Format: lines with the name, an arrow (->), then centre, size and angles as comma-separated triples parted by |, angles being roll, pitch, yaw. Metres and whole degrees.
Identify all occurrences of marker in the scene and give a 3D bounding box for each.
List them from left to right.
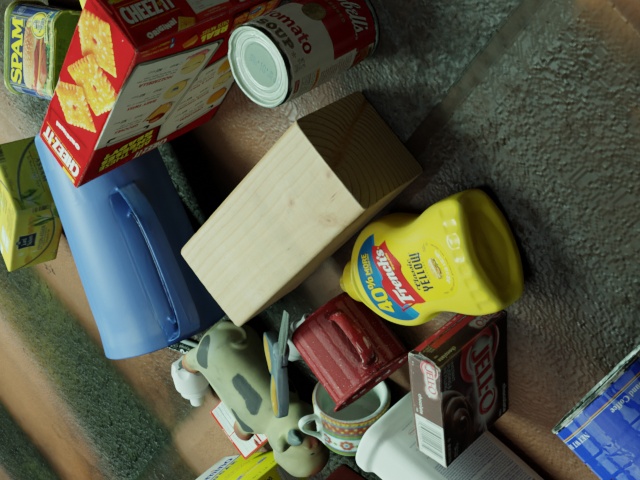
marker -> -0.153, 0.131, 1.285 | 0.121, 0.020, 0.020 | 13, 127, 44

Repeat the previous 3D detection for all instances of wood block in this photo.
wood block -> -0.022, -0.023, 0.916 | 0.090, 0.090, 0.206 | 52, 135, 6

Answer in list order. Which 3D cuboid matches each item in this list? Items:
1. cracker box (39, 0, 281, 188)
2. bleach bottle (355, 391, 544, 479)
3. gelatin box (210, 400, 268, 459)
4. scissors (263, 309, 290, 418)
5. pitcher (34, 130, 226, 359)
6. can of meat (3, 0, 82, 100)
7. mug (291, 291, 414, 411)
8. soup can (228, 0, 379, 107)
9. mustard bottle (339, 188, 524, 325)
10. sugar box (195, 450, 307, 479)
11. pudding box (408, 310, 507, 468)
cracker box -> -0.142, -0.153, 0.922 | 0.072, 0.163, 0.214 | 53, 145, 7
bleach bottle -> 0.155, 0.238, 0.936 | 0.251, 0.102, 0.068 | 39, 147, 23
gelatin box -> -0.087, 0.211, 1.263 | 0.073, 0.030, 0.089 | 52, 144, 8
scissors -> -0.041, 0.096, 1.029 | 0.202, 0.016, 0.096 | 93, 165, -48
pitcher -> -0.189, -0.012, 1.064 | 0.149, 0.144, 0.243 | -14, 103, 24
can of meat -> -0.287, -0.199, 1.131 | 0.084, 0.057, 0.102 | 17, 109, 38
mug -> 0.027, 0.096, 0.978 | 0.081, 0.093, 0.117 | 53, 172, 12
soup can -> -0.013, -0.152, 0.824 | 0.069, 0.102, 0.068 | 30, 137, 32
mustard bottle -> 0.078, 0.022, 0.893 | 0.192, 0.058, 0.096 | -17, 99, 54
sugar box -> -0.097, 0.296, 1.288 | 0.177, 0.093, 0.048 | -19, 102, 53
pudding box -> 0.118, 0.120, 0.898 | 0.039, 0.089, 0.113 | 26, 136, 38
